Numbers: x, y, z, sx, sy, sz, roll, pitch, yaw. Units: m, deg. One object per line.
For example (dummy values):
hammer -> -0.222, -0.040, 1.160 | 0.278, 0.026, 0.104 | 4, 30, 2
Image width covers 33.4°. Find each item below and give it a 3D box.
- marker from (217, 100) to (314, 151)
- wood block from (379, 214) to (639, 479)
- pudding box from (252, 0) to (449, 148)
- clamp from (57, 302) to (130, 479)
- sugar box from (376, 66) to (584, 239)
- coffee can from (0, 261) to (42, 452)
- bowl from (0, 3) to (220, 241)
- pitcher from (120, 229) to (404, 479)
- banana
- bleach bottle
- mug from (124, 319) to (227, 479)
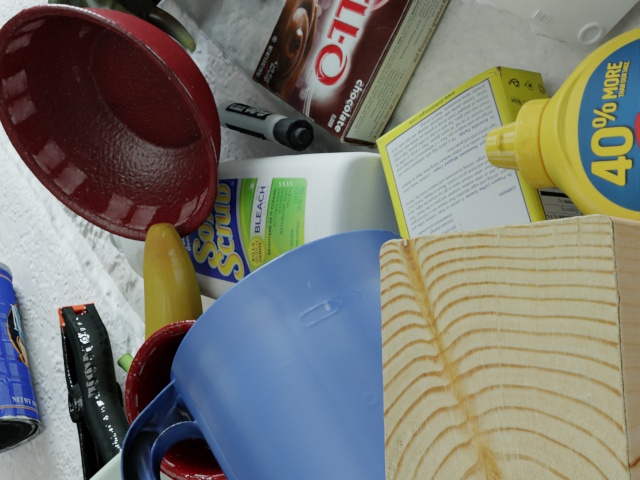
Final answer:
marker -> -0.036, -0.073, 0.670 | 0.121, 0.020, 0.020 | 26, 104, 61
wood block -> 0.123, 0.047, 0.398 | 0.090, 0.205, 0.091 | -7, 82, 44
pudding box -> 0.018, -0.124, 0.632 | 0.090, 0.039, 0.114 | 39, 113, 38
clamp -> -0.158, 0.117, 0.764 | 0.120, 0.039, 0.171 | -44, 58, 53
sugar box -> 0.091, 0.010, 0.542 | 0.094, 0.048, 0.176 | -31, 67, 45
coffee can -> -0.290, 0.097, 0.866 | 0.103, 0.102, 0.140 | -34, 63, 37
bowl -> -0.117, -0.078, 0.641 | 0.162, 0.055, 0.162 | 19, 135, 20
pitcher -> 0.033, 0.128, 0.452 | 0.149, 0.144, 0.243 | -48, 57, 26
banana -> -0.106, 0.066, 0.696 | 0.070, 0.037, 0.198 | 48, 146, 14
bleach bottle -> -0.054, 0.001, 0.676 | 0.251, 0.067, 0.102 | -2, 85, 46
mug -> -0.042, 0.080, 0.611 | 0.117, 0.081, 0.093 | -34, 81, 21
